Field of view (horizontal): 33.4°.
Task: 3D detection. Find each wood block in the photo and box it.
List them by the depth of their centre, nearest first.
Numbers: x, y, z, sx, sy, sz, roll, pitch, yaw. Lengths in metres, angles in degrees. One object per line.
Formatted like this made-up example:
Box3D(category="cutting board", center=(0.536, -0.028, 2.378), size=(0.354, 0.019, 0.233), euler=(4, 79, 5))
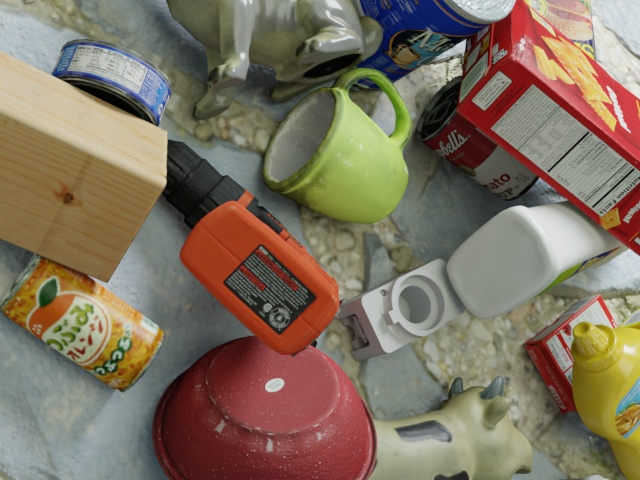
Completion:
Box3D(category="wood block", center=(-0.215, -0.065, 0.708), size=(0.205, 0.091, 0.090), euler=(26, 23, -20))

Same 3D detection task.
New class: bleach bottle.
Box3D(category="bleach bottle", center=(0.218, -0.001, 0.919), size=(0.250, 0.103, 0.068), euler=(-15, 70, -46))

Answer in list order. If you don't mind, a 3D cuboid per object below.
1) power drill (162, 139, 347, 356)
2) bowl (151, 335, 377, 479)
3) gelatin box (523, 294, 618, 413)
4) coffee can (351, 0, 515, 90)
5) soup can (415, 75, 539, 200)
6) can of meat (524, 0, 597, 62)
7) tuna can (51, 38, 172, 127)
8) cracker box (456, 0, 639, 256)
Box3D(category="power drill", center=(-0.055, 0.001, 0.747), size=(0.184, 0.187, 0.057), euler=(42, 94, -9))
Box3D(category="bowl", center=(-0.036, 0.117, 0.744), size=(0.162, 0.055, 0.162), euler=(6, 40, -5))
Box3D(category="gelatin box", center=(0.234, 0.102, 0.960), size=(0.089, 0.030, 0.073), euler=(-32, 94, -31))
Box3D(category="coffee can", center=(0.077, -0.199, 0.883), size=(0.102, 0.141, 0.103), euler=(14, 65, -34))
Box3D(category="soup can", center=(0.144, -0.089, 0.942), size=(0.102, 0.069, 0.068), euler=(33, 63, -18))
Box3D(category="can of meat", center=(0.214, -0.192, 1.015), size=(0.101, 0.058, 0.084), euler=(8, 71, -27))
Box3D(category="tuna can", center=(-0.153, -0.108, 0.775), size=(0.086, 0.086, 0.033), euler=(26, 67, -20))
Box3D(category="cracker box", center=(0.219, -0.100, 0.897), size=(0.213, 0.072, 0.164), euler=(36, 30, -11))
